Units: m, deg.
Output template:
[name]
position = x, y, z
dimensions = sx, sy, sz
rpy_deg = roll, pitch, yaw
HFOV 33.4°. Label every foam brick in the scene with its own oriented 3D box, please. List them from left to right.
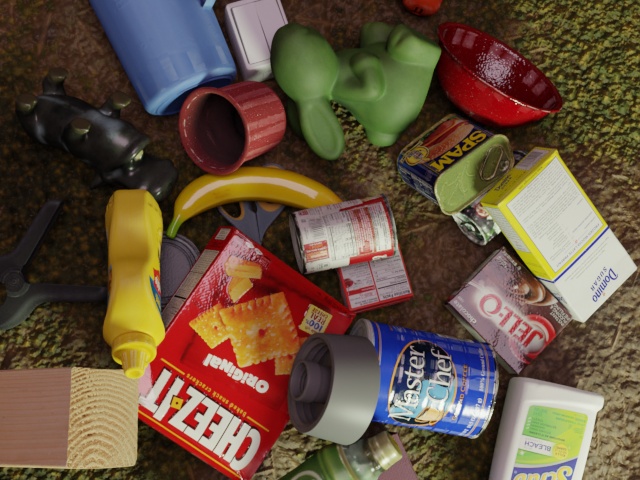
[foam brick]
position = 0.069, 0.246, 1.121
dimensions = 0.053, 0.051, 0.078
rpy_deg = -22, 83, -10

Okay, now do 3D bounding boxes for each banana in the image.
[banana]
position = -0.072, -0.047, 1.149
dimensions = 0.197, 0.037, 0.069
rpy_deg = -8, 89, -9

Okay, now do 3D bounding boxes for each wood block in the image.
[wood block]
position = -0.281, 0.171, 1.024
dimensions = 0.206, 0.090, 0.091
rpy_deg = -7, 78, 33

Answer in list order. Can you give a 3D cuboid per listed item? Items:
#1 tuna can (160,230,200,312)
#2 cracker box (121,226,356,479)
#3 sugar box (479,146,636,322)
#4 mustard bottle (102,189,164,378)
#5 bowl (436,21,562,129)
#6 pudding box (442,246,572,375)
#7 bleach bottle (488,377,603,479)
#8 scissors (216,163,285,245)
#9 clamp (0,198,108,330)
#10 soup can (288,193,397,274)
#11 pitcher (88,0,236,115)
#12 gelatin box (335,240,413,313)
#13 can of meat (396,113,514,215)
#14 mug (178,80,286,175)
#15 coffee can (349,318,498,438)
[tuna can]
position = -0.167, 0.035, 1.143
dimensions = 0.086, 0.034, 0.086
rpy_deg = 1, 80, -6
[cracker box]
position = -0.089, 0.117, 1.096
dimensions = 0.164, 0.072, 0.213
rpy_deg = 37, 77, -18
[sugar box]
position = 0.259, -0.006, 1.157
dimensions = 0.093, 0.048, 0.176
rpy_deg = -42, 112, -11
[mustard bottle]
position = -0.181, 0.048, 1.033
dimensions = 0.058, 0.096, 0.191
rpy_deg = -1, 50, -8
[bowl]
position = 0.185, -0.172, 1.177
dimensions = 0.162, 0.162, 0.055
rpy_deg = 34, 119, 1
[pudding box]
position = 0.205, 0.078, 1.169
dimensions = 0.090, 0.039, 0.113
rpy_deg = -44, 87, -10
[bleach bottle]
position = 0.226, 0.276, 1.127
dimensions = 0.102, 0.068, 0.251
rpy_deg = 13, 82, -3
[scissors]
position = -0.058, 0.001, 1.169
dimensions = 0.096, 0.016, 0.202
rpy_deg = -21, 83, -9
[clamp]
position = -0.309, 0.049, 1.124
dimensions = 0.171, 0.039, 0.120
rpy_deg = -38, 81, -4
[soup can]
position = 0.023, -0.007, 1.121
dimensions = 0.102, 0.068, 0.068
rpy_deg = -12, 82, -7
[pitcher]
position = -0.176, -0.268, 1.143
dimensions = 0.144, 0.149, 0.243
rpy_deg = -24, 87, -22
[gelatin box]
position = 0.054, 0.031, 1.167
dimensions = 0.073, 0.030, 0.089
rpy_deg = -14, 79, -8
[can of meat]
position = 0.145, -0.086, 1.164
dimensions = 0.102, 0.084, 0.057
rpy_deg = -36, 128, -11
[mug]
position = -0.099, -0.121, 1.144
dimensions = 0.081, 0.117, 0.093
rpy_deg = -28, 98, -52
[coffee can]
position = 0.100, 0.144, 1.107
dimensions = 0.140, 0.103, 0.103
rpy_deg = 11, 79, -11
